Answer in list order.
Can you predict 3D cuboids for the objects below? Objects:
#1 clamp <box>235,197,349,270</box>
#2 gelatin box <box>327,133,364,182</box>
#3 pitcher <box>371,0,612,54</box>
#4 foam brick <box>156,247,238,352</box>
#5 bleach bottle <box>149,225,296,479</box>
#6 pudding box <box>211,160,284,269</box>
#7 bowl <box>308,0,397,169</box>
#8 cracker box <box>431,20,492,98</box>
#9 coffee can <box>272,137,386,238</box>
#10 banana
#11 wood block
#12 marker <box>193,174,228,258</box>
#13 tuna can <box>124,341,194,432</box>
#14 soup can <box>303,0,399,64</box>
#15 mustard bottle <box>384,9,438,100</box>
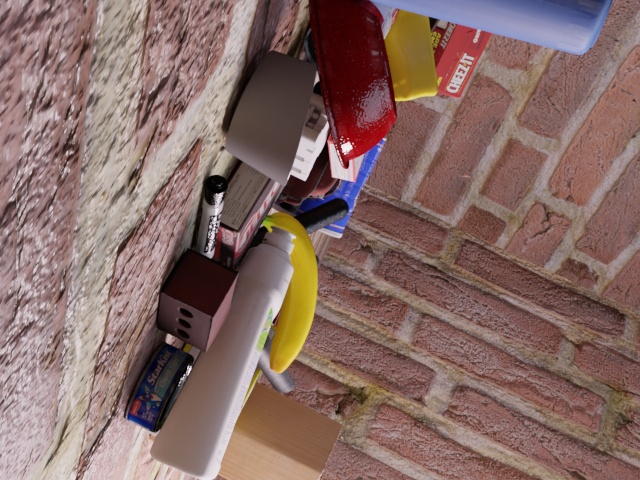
[{"bbox_3d":[-0.058,0.001,1.188,0.171,0.039,0.120,-22,172,-42],"label":"clamp"},{"bbox_3d":[0.031,-0.112,1.099,0.089,0.030,0.073,79,27,-69],"label":"gelatin box"},{"bbox_3d":[0.149,-0.264,0.981,0.145,0.243,0.149,-32,140,-81],"label":"pitcher"},{"bbox_3d":[-0.110,0.053,0.944,0.078,0.053,0.051,109,7,-59],"label":"foam brick"},{"bbox_3d":[-0.086,0.106,1.049,0.102,0.068,0.251,99,15,-80],"label":"bleach bottle"},{"bbox_3d":[-0.068,-0.039,1.014,0.113,0.039,0.090,-63,177,-24],"label":"pudding box"},{"bbox_3d":[0.033,-0.146,0.940,0.162,0.055,0.162,-10,90,-82],"label":"bowl"},{"bbox_3d":[0.173,-0.330,1.562,0.164,0.072,0.214,-66,-149,26],"label":"cracker box"},{"bbox_3d":[0.009,-0.088,1.358,0.102,0.103,0.140,-37,153,-83],"label":"coffee can"},{"bbox_3d":[-0.034,0.047,1.131,0.037,0.069,0.198,-136,-146,-58],"label":"banana"},{"bbox_3d":[-0.090,0.233,1.297,0.090,0.206,0.090,-60,175,-53],"label":"wood block"},{"bbox_3d":[-0.095,-0.019,0.914,0.020,0.020,0.121,-63,177,-32],"label":"marker"},{"bbox_3d":[-0.157,0.145,1.048,0.086,0.034,0.086,28,88,-87],"label":"tuna can"},{"bbox_3d":[0.033,-0.213,1.052,0.069,0.068,0.102,112,4,-46],"label":"soup can"},{"bbox_3d":[0.081,-0.247,1.130,0.096,0.058,0.191,-145,-135,-72],"label":"mustard bottle"}]
